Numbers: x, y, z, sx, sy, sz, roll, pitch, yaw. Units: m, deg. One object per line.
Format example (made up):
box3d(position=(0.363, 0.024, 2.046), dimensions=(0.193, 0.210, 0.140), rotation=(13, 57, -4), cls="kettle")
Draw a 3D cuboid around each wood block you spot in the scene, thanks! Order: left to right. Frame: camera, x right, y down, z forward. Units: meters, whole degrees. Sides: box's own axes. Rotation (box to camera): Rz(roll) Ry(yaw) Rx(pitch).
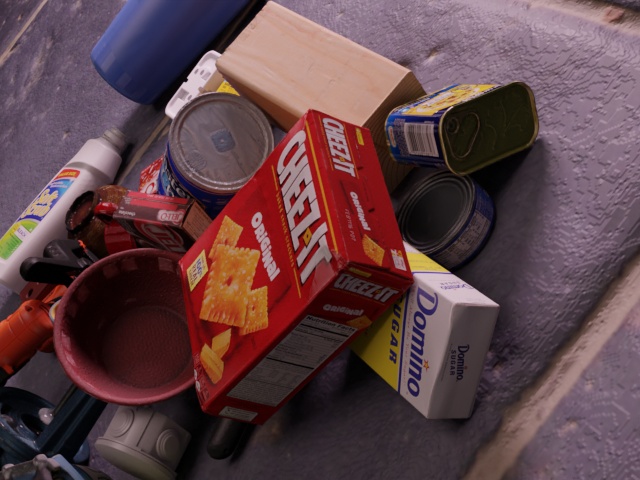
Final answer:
box3d(position=(0.006, -0.137, 1.009), dimensions=(0.090, 0.090, 0.206), rotation=(-50, 49, -5), cls="wood block")

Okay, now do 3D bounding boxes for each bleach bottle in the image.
box3d(position=(-0.345, -0.046, 1.425), dimensions=(0.251, 0.068, 0.103), rotation=(-55, 34, -6), cls="bleach bottle")

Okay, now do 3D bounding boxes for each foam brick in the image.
box3d(position=(-0.325, 0.060, 1.314), dimensions=(0.078, 0.051, 0.053), rotation=(-50, 34, 5), cls="foam brick")

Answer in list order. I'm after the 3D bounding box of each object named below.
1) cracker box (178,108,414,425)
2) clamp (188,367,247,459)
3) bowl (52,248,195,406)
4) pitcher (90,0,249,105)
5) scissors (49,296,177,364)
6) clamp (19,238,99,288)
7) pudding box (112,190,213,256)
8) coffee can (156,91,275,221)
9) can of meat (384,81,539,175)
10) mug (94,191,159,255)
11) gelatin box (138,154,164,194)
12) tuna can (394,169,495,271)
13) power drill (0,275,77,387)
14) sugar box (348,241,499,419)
box3d(position=(-0.031, 0.024, 0.871), dimensions=(0.214, 0.072, 0.164), rotation=(-47, 41, 35), cls="cracker box")
box3d(position=(-0.057, 0.114, 0.960), dimensions=(0.172, 0.039, 0.120), rotation=(-46, 39, 22), cls="clamp")
box3d(position=(-0.166, 0.089, 1.005), dimensions=(0.162, 0.055, 0.162), rotation=(0, 60, 0), cls="bowl")
box3d(position=(-0.196, -0.306, 1.418), dimensions=(0.243, 0.145, 0.149), rotation=(-46, 3, 16), cls="pitcher")
box3d(position=(-0.170, 0.082, 1.051), dimensions=(0.202, 0.016, 0.096), rotation=(-2, 56, 4), cls="scissors")
box3d(position=(-0.254, 0.048, 1.184), dimensions=(0.036, 0.164, 0.210), rotation=(-53, 17, 3), cls="clamp")
box3d(position=(-0.142, -0.003, 1.078), dimensions=(0.090, 0.113, 0.039), rotation=(10, 65, 33), cls="pudding box")
box3d(position=(-0.109, -0.076, 1.082), dimensions=(0.140, 0.102, 0.102), rotation=(130, 163, -69), cls="coffee can")
box3d(position=(0.116, -0.096, 0.893), dimensions=(0.101, 0.057, 0.084), rotation=(-24, 20, -27), cls="can of meat")
box3d(position=(-0.195, -0.011, 1.169), dimensions=(0.082, 0.117, 0.093), rotation=(-4, 65, 54), cls="mug")
box3d(position=(-0.181, -0.071, 1.276), dimensions=(0.089, 0.030, 0.073), rotation=(-31, 40, 30), cls="gelatin box")
box3d(position=(0.102, -0.016, 0.888), dimensions=(0.086, 0.033, 0.086), rotation=(-31, 40, 30), cls="tuna can")
box3d(position=(-0.335, 0.117, 1.193), dimensions=(0.185, 0.057, 0.187), rotation=(-39, 4, 17), cls="power drill")
box3d(position=(0.063, 0.058, 0.832), dimensions=(0.176, 0.048, 0.093), rotation=(39, 121, 59), cls="sugar box")
